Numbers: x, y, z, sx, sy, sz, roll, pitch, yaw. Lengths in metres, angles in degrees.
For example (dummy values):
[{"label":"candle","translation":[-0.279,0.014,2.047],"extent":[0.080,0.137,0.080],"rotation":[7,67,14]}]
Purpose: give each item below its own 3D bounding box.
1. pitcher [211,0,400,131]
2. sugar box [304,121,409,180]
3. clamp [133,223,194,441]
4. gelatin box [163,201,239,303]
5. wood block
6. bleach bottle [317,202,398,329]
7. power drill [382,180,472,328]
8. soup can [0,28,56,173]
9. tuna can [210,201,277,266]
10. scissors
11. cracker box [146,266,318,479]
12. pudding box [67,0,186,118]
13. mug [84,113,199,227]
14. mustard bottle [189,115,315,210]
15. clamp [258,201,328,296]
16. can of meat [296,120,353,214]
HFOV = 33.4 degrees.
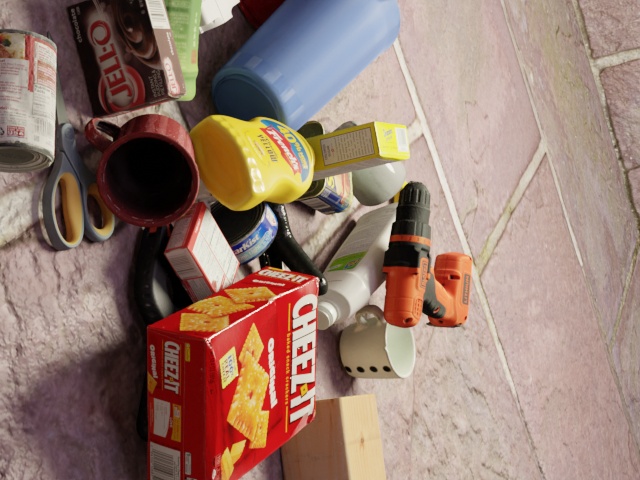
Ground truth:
[{"label":"pitcher","translation":[-0.022,-0.213,1.262],"extent":[0.242,0.145,0.149],"rotation":[-49,137,-35]},{"label":"sugar box","translation":[0.007,-0.099,1.247],"extent":[0.093,0.176,0.048],"rotation":[-3,85,-63]},{"label":"clamp","translation":[-0.137,0.085,1.061],"extent":[0.164,0.036,0.210],"rotation":[4,77,-62]},{"label":"gelatin box","translation":[-0.117,0.018,1.056],"extent":[0.073,0.030,0.089],"rotation":[-79,150,-49]},{"label":"wood block","translation":[0.019,0.284,1.220],"extent":[0.090,0.090,0.206],"rotation":[8,73,-60]},{"label":"bleach bottle","translation":[0.046,0.039,1.374],"extent":[0.068,0.103,0.250],"rotation":[59,38,-13]},{"label":"power drill","translation":[0.139,0.032,1.379],"extent":[0.187,0.057,0.184],"rotation":[26,70,-58]},{"label":"soup can","translation":[-0.254,-0.114,0.884],"extent":[0.068,0.069,0.102],"rotation":[22,61,-58]},{"label":"tuna can","translation":[-0.089,-0.012,1.134],"extent":[0.033,0.086,0.086],"rotation":[57,35,-38]},{"label":"scissors","translation":[-0.224,-0.084,0.985],"extent":[0.096,0.016,0.202],"rotation":[28,56,-58]},{"label":"cracker box","translation":[-0.078,0.132,1.020],"extent":[0.213,0.072,0.164],"rotation":[-25,122,-59]},{"label":"pudding box","translation":[-0.184,-0.180,1.016],"extent":[0.039,0.090,0.113],"rotation":[-16,94,-64]},{"label":"mug","translation":[-0.169,-0.076,1.001],"extent":[0.117,0.093,0.081],"rotation":[32,18,-17]},{"label":"mustard bottle","translation":[-0.057,-0.084,1.119],"extent":[0.096,0.058,0.191],"rotation":[58,25,10]},{"label":"clamp","translation":[-0.058,0.001,1.204],"extent":[0.039,0.120,0.171],"rotation":[-19,78,-37]},{"label":"can of meat","translation":[-0.001,-0.090,1.359],"extent":[0.083,0.058,0.102],"rotation":[28,55,-58]}]
